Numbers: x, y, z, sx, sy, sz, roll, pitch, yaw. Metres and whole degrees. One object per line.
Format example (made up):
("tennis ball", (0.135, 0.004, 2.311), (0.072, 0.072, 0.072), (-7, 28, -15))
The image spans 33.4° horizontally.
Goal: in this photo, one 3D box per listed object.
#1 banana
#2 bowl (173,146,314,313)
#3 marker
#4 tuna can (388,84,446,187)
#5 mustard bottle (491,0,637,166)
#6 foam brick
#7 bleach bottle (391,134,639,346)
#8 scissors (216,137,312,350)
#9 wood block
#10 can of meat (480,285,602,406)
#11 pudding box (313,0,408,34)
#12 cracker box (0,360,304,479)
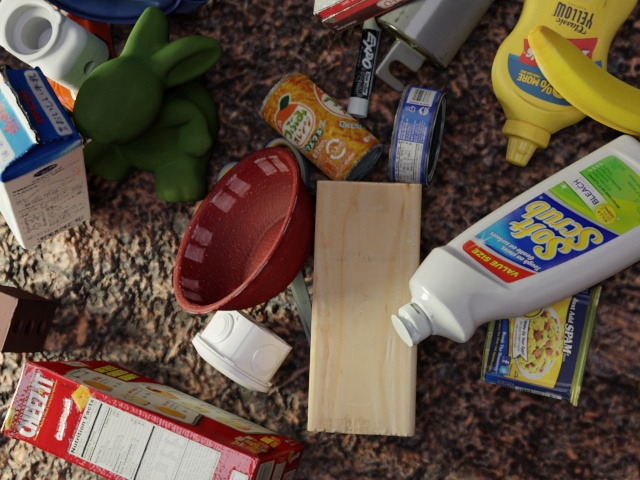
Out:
("banana", (0.255, -0.123, 0.882), (0.197, 0.037, 0.069), (10, 84, -16))
("bowl", (-0.056, 0.001, 0.920), (0.055, 0.162, 0.162), (33, 94, -31))
("marker", (0.043, -0.172, 0.972), (0.020, 0.020, 0.121), (10, 88, 13))
("tuna can", (0.085, -0.090, 0.922), (0.034, 0.086, 0.086), (11, 88, 11))
("mustard bottle", (0.200, -0.156, 0.915), (0.096, 0.058, 0.191), (21, 91, 2))
("foam brick", (-0.293, 0.072, 0.998), (0.051, 0.078, 0.053), (19, 90, 15))
("bleach bottle", (0.173, 0.015, 0.858), (0.250, 0.068, 0.103), (-31, 65, -13))
("scissors", (-0.048, 0.006, 0.980), (0.096, 0.016, 0.202), (-2, 85, 14))
("wood block", (0.040, 0.058, 0.914), (0.090, 0.091, 0.206), (2, 85, 5))
("can of meat", (0.185, 0.081, 0.901), (0.084, 0.057, 0.102), (11, 87, 16))
("pudding box", (0.042, -0.246, 0.931), (0.090, 0.039, 0.113), (-17, 56, 36))
("cracker box", (-0.137, 0.171, 0.911), (0.214, 0.164, 0.072), (20, 88, 13))
